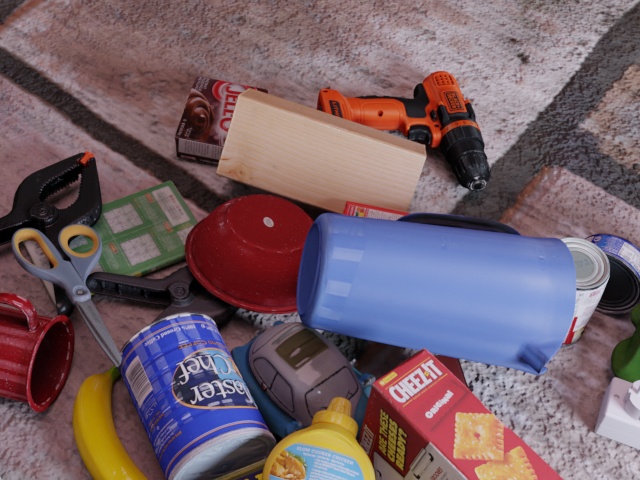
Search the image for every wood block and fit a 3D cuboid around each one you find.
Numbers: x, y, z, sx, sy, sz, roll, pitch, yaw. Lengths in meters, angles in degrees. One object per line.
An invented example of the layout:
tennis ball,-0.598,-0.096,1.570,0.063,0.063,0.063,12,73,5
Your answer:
wood block,0.002,-0.088,1.158,0.206,0.091,0.090,18,14,0

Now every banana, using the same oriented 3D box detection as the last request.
banana,-0.185,0.193,0.983,0.069,0.037,0.198,-17,54,-17

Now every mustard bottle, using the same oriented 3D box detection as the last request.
mustard bottle,-0.006,0.217,0.894,0.096,0.058,0.191,13,54,7

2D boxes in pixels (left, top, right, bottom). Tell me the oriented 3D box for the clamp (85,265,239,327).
clamp,-0.146,0.071,1.081,0.171,0.039,0.120,-9,56,-15

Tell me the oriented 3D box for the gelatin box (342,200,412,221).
gelatin box,0.056,0.005,1.122,0.073,0.089,0.030,12,46,5

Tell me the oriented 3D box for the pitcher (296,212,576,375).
pitcher,0.105,0.038,1.011,0.242,0.149,0.145,10,88,-11

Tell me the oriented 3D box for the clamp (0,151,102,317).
clamp,-0.285,-0.012,1.123,0.165,0.036,0.209,27,52,12

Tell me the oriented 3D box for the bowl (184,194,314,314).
bowl,-0.057,0.001,1.109,0.162,0.055,0.162,11,39,-9

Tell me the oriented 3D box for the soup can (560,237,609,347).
soup can,0.250,0.053,1.092,0.068,0.102,0.068,2,51,-3

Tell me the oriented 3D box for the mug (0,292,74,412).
mug,-0.290,0.098,1.004,0.081,0.117,0.093,12,38,11

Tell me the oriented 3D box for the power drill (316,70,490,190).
power drill,0.095,-0.124,1.254,0.187,0.057,0.184,-4,48,-12

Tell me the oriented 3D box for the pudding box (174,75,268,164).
pudding box,-0.116,-0.139,1.257,0.090,0.039,0.113,10,51,2

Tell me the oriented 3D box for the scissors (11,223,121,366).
scissors,-0.223,0.042,1.041,0.202,0.016,0.096,37,45,27

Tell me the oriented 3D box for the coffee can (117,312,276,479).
coffee can,-0.115,0.152,0.980,0.102,0.103,0.140,-19,55,-19

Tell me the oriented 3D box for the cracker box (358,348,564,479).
cracker box,0.128,0.219,0.907,0.072,0.164,0.214,-31,60,-28
